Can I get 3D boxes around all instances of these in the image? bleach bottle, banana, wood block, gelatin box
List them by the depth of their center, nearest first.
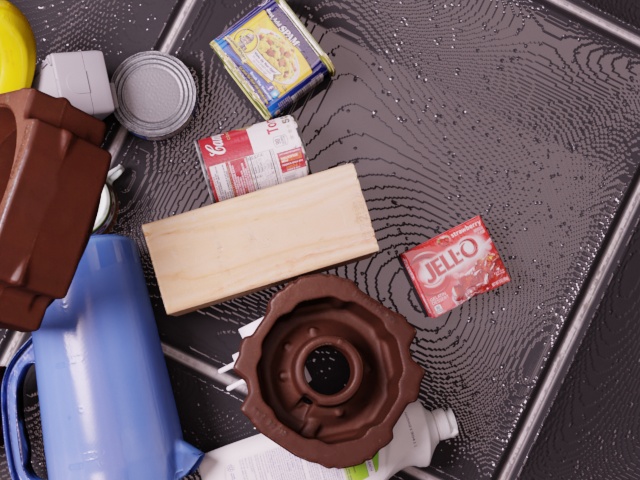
[{"bbox_3d":[-0.306,-0.157,1.011,0.069,0.198,0.037,-5,50,-24],"label":"banana"},{"bbox_3d":[-0.057,0.001,1.033,0.206,0.091,0.090,-17,87,-3],"label":"wood block"},{"bbox_3d":[0.014,0.219,1.038,0.250,0.068,0.102,-16,87,-6],"label":"bleach bottle"},{"bbox_3d":[0.135,0.027,1.070,0.089,0.030,0.073,-25,88,-4],"label":"gelatin box"}]

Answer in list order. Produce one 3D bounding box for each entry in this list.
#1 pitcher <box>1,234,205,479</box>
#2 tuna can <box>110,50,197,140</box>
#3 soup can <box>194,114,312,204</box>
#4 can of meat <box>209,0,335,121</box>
[{"bbox_3d":[-0.216,0.125,1.005,0.149,0.145,0.243,-7,82,-33],"label":"pitcher"},{"bbox_3d":[-0.166,-0.143,1.065,0.086,0.034,0.086,0,87,-3],"label":"tuna can"},{"bbox_3d":[-0.066,-0.079,1.049,0.102,0.068,0.068,-16,87,-4],"label":"soup can"},{"bbox_3d":[-0.048,-0.182,1.062,0.084,0.057,0.102,-38,88,-2],"label":"can of meat"}]
